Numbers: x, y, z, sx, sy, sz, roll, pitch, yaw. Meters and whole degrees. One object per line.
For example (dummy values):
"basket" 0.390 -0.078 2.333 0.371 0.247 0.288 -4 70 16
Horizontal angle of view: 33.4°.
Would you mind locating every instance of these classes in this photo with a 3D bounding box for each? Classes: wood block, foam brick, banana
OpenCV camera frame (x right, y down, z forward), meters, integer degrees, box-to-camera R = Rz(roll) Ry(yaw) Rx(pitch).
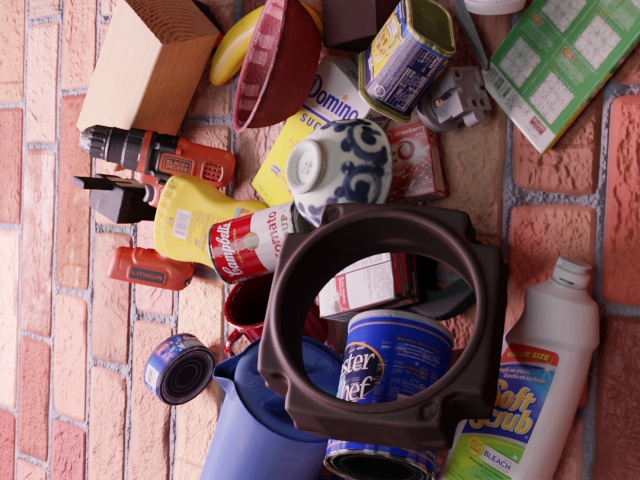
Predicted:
"wood block" -0.211 -0.193 1.289 0.091 0.090 0.206 49 134 20
"foam brick" 0.046 -0.225 1.084 0.078 0.052 0.051 -3 88 45
"banana" -0.066 -0.230 1.209 0.198 0.037 0.069 -9 82 45

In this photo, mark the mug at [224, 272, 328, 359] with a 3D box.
"mug" -0.051 0.091 1.136 0.117 0.081 0.093 -45 38 -15

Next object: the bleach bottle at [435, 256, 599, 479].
"bleach bottle" 0.180 0.133 0.948 0.103 0.067 0.251 28 108 42

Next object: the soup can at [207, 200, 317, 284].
"soup can" -0.057 0.001 1.113 0.102 0.068 0.068 -16 78 22

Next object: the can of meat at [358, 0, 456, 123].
"can of meat" 0.081 -0.174 1.000 0.084 0.057 0.102 -54 20 33

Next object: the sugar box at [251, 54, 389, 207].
"sugar box" 0.000 -0.100 1.138 0.093 0.048 0.176 50 125 33

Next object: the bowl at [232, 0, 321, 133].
"bowl" -0.041 -0.182 1.116 0.162 0.055 0.162 -165 90 -73

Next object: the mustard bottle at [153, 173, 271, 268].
"mustard bottle" -0.092 -0.002 1.195 0.192 0.058 0.096 21 106 19

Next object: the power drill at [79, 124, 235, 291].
"power drill" -0.206 -0.040 1.278 0.057 0.184 0.188 -86 9 -67

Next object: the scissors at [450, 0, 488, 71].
"scissors" 0.133 -0.262 1.017 0.096 0.016 0.202 -52 55 30

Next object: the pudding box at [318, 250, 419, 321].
"pudding box" 0.044 0.026 1.050 0.114 0.039 0.090 -19 69 45

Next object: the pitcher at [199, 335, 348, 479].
"pitcher" -0.045 0.224 1.120 0.149 0.144 0.243 50 138 27

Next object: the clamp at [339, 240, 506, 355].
"clamp" 0.090 0.023 1.055 0.210 0.036 0.164 -16 76 45

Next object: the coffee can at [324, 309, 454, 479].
"coffee can" 0.066 0.149 0.997 0.103 0.102 0.140 -19 50 44

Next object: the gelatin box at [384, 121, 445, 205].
"gelatin box" 0.074 -0.071 1.055 0.089 0.030 0.073 -12 78 27

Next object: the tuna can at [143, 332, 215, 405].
"tuna can" -0.169 0.156 1.287 0.034 0.085 0.086 36 115 38
